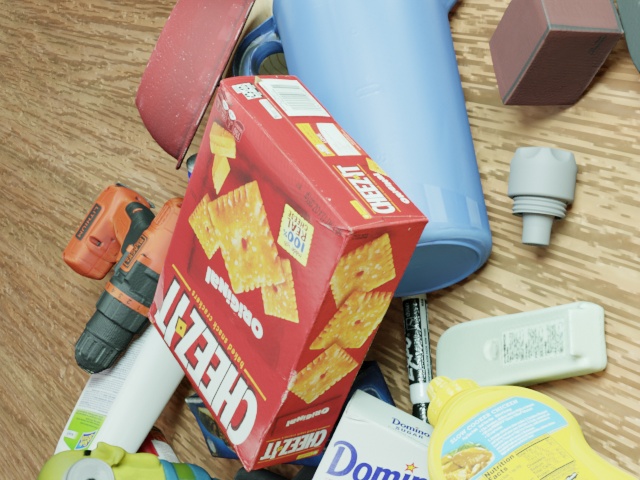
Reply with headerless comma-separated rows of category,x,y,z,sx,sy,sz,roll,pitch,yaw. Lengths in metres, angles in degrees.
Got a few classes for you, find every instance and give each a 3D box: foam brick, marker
foam brick,0.149,-0.129,0.684,0.078,0.053,0.051,115,150,-57
marker,0.072,0.088,0.777,0.020,0.020,0.121,-28,58,48

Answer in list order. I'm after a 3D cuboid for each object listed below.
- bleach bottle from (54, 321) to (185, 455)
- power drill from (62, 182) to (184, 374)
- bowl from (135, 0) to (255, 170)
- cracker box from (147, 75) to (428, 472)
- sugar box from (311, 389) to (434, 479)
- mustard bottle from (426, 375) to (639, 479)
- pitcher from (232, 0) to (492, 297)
bleach bottle,-0.200,0.169,1.011,0.103,0.068,0.250,-3,52,52
power drill,-0.196,0.027,1.048,0.184,0.057,0.188,-55,31,-3
bowl,-0.104,-0.140,0.848,0.162,0.055,0.162,-157,91,-82
cracker box,-0.034,0.022,0.715,0.164,0.071,0.214,51,133,36
sugar box,0.027,0.202,0.741,0.176,0.093,0.048,-67,-6,19
mustard bottle,0.119,0.140,0.636,0.096,0.058,0.192,-31,38,-10
pitcher,0.037,-0.084,0.780,0.149,0.144,0.243,-41,51,48
